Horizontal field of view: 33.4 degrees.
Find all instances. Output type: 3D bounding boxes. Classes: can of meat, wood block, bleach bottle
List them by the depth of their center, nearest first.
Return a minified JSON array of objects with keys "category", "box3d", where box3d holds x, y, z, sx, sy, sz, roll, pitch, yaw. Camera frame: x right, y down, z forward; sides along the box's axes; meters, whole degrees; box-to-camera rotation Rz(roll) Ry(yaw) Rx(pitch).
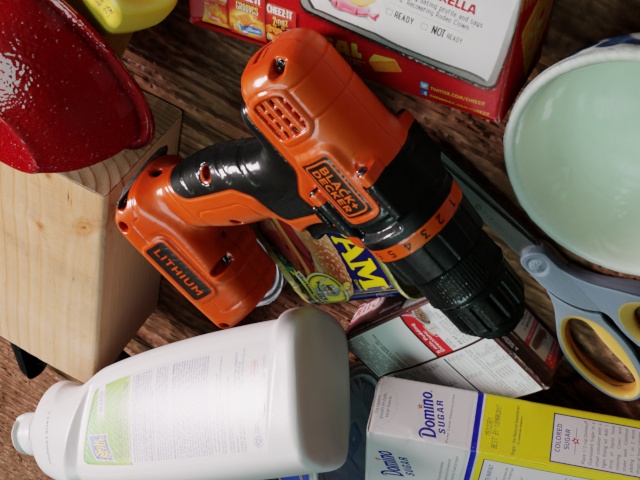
[{"category":"can of meat","box3d":[0.012,-0.011,0.623,0.084,0.057,0.102,-10,122,43]},{"category":"bleach bottle","box3d":[-0.103,0.110,0.700,0.251,0.102,0.068,-11,161,30]},{"category":"wood block","box3d":[-0.162,-0.007,0.720,0.090,0.090,0.206,27,140,10]}]

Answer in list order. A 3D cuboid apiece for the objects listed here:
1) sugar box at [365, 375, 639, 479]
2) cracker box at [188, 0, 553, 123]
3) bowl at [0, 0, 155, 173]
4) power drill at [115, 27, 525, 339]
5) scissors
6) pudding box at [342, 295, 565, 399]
[{"category":"sugar box","box3d":[0.117,0.132,0.654,0.176,0.048,0.093,12,149,8]},{"category":"cracker box","box3d":[0.027,-0.172,0.445,0.164,0.072,0.214,21,137,17]},{"category":"bowl","box3d":[-0.166,-0.085,0.556,0.162,0.055,0.162,33,160,13]},{"category":"power drill","box3d":[-0.007,-0.007,0.550,0.188,0.057,0.184,-20,118,47]},{"category":"scissors","box3d":[0.141,0.011,0.586,0.096,0.016,0.201,-16,118,41]},{"category":"pudding box","box3d":[0.080,0.065,0.663,0.090,0.039,0.114,44,142,-13]}]
